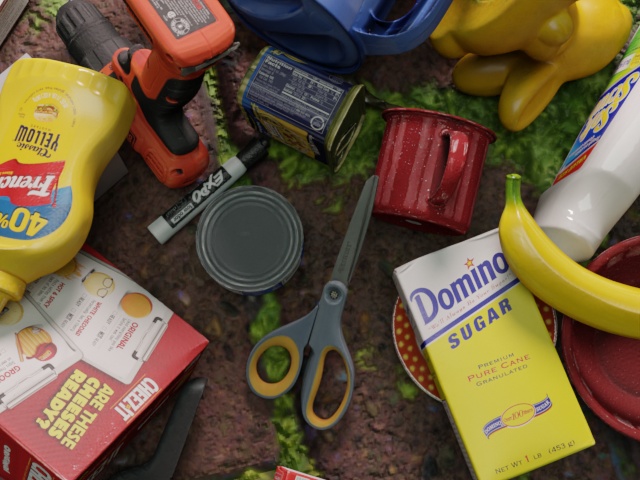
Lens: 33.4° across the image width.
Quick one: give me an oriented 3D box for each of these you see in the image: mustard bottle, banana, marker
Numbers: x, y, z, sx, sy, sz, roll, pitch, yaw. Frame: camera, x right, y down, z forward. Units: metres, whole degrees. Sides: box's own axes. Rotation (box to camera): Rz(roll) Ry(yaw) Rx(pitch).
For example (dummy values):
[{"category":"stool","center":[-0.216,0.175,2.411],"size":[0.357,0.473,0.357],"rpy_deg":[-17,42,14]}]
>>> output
[{"category":"mustard bottle","center":[-0.208,-0.033,0.766],"size":[0.096,0.058,0.191],"rpy_deg":[15,74,10]},{"category":"banana","center":[0.204,0.030,0.778],"size":[0.198,0.037,0.070],"rpy_deg":[31,111,1]},{"category":"marker","center":[-0.089,-0.042,0.872],"size":[0.121,0.020,0.020],"rpy_deg":[-41,81,-6]}]

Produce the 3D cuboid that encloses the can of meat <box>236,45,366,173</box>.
[{"category":"can of meat","center":[-0.014,-0.104,0.841],"size":[0.084,0.102,0.057],"rpy_deg":[26,82,8]}]

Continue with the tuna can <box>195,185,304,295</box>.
[{"category":"tuna can","center":[-0.056,0.001,0.856],"size":[0.086,0.034,0.086],"rpy_deg":[0,80,2]}]

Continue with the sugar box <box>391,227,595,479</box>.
[{"category":"sugar box","center":[0.128,0.087,0.808],"size":[0.093,0.048,0.176],"rpy_deg":[-22,82,-2]}]

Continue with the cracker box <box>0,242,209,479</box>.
[{"category":"cracker box","center":[-0.219,0.075,0.794],"size":[0.214,0.072,0.164],"rpy_deg":[38,48,7]}]

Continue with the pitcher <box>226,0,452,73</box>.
[{"category":"pitcher","center":[0.041,-0.251,0.792],"size":[0.149,0.145,0.242],"rpy_deg":[35,79,-18]}]

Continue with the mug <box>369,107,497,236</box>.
[{"category":"mug","center":[0.087,-0.052,0.824],"size":[0.093,0.117,0.081],"rpy_deg":[14,85,-13]}]

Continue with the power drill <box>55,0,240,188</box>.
[{"category":"power drill","center":[-0.137,-0.148,0.812],"size":[0.057,0.188,0.184],"rpy_deg":[-35,82,-25]}]

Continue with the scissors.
[{"category":"scissors","center":[-0.008,0.047,0.828],"size":[0.096,0.016,0.202],"rpy_deg":[5,97,12]}]

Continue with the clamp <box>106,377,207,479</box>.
[{"category":"clamp","center":[-0.110,0.203,0.819],"size":[0.120,0.039,0.171],"rpy_deg":[43,89,4]}]
